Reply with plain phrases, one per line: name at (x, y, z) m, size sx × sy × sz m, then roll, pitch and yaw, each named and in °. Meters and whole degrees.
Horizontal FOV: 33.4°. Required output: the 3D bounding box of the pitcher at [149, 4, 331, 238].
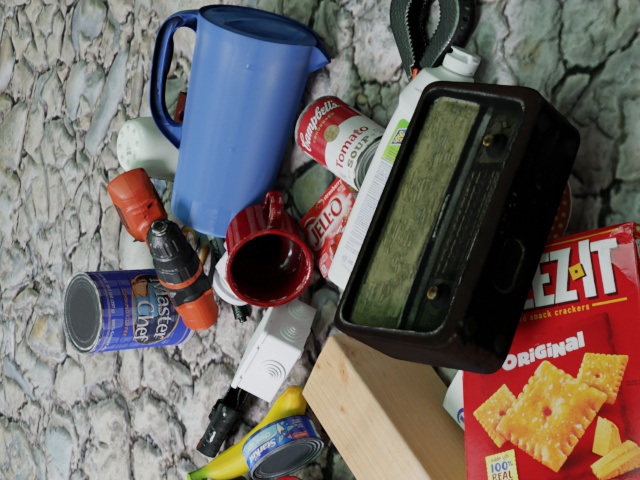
pitcher at (-0.102, -0.133, 1.179) m, size 0.149 × 0.144 × 0.243 m, roll 36°, pitch 121°, yaw 39°

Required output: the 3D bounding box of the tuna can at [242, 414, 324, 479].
tuna can at (-0.041, 0.226, 1.160) m, size 0.086 × 0.085 × 0.034 m, roll -53°, pitch 52°, yaw 37°

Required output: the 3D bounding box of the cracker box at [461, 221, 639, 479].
cracker box at (0.194, 0.107, 0.839) m, size 0.164 × 0.072 × 0.213 m, roll -15°, pitch 66°, yaw 39°

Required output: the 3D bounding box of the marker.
marker at (-0.110, 0.040, 1.273) m, size 0.020 × 0.020 × 0.121 m, roll -27°, pitch 78°, yaw 47°

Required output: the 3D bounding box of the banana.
banana at (-0.068, 0.223, 1.204) m, size 0.198 × 0.069 × 0.037 m, roll -45°, pitch 68°, yaw 27°

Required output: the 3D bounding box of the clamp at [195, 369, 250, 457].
clamp at (-0.111, 0.205, 1.236) m, size 0.039 × 0.120 × 0.172 m, roll 29°, pitch 123°, yaw 6°

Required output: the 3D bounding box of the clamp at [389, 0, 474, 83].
clamp at (0.102, -0.253, 1.008) m, size 0.165 × 0.036 × 0.210 m, roll 28°, pitch 115°, yaw 40°

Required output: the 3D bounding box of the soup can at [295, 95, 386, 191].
soup can at (0.031, -0.096, 1.077) m, size 0.102 × 0.068 × 0.068 m, roll 39°, pitch 120°, yaw 41°

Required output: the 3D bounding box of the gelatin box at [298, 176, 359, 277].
gelatin box at (0.021, -0.015, 1.120) m, size 0.089 × 0.030 × 0.073 m, roll -47°, pitch 57°, yaw 39°

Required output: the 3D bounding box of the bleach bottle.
bleach bottle at (0.095, -0.057, 1.005) m, size 0.103 × 0.068 × 0.251 m, roll 30°, pitch 110°, yaw 24°

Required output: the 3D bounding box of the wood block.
wood block at (0.080, 0.186, 1.006) m, size 0.206 × 0.090 × 0.090 m, roll 53°, pitch 136°, yaw 34°

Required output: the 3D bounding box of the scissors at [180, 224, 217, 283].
scissors at (-0.138, -0.036, 1.317) m, size 0.096 × 0.016 × 0.202 m, roll 33°, pitch 115°, yaw 44°

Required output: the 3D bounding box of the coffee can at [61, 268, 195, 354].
coffee can at (-0.239, 0.087, 1.344) m, size 0.103 × 0.140 × 0.103 m, roll 3°, pitch 93°, yaw 49°

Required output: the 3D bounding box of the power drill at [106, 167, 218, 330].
power drill at (-0.191, -0.002, 1.266) m, size 0.188 × 0.057 × 0.184 m, roll 55°, pitch 166°, yaw 39°

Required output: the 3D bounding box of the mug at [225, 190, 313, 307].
mug at (-0.057, 0.001, 1.142) m, size 0.081 × 0.093 × 0.117 m, roll -108°, pitch 23°, yaw -61°
